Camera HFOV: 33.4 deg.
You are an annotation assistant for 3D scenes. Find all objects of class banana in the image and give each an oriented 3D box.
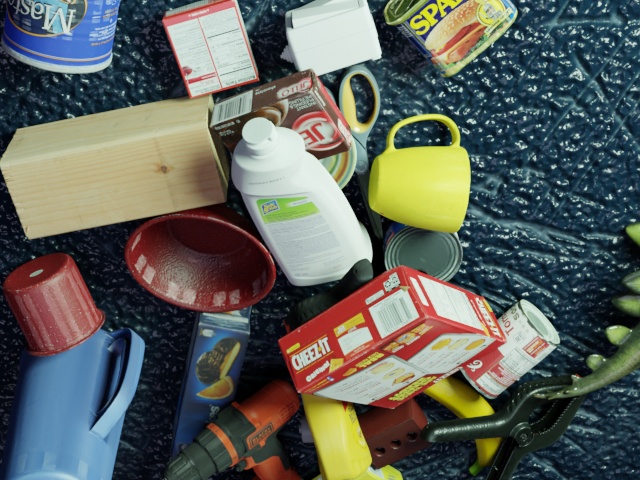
[{"bbox_3d":[0.177,0.217,1.300,0.070,0.037,0.197,-27,118,10],"label":"banana"}]

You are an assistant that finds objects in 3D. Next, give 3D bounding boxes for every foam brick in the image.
[{"bbox_3d":[0.089,0.231,1.296,0.078,0.051,0.053,-28,118,13],"label":"foam brick"}]

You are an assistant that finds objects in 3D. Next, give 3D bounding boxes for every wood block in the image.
[{"bbox_3d":[-0.204,-0.076,1.082,0.206,0.090,0.091,-10,119,4],"label":"wood block"}]

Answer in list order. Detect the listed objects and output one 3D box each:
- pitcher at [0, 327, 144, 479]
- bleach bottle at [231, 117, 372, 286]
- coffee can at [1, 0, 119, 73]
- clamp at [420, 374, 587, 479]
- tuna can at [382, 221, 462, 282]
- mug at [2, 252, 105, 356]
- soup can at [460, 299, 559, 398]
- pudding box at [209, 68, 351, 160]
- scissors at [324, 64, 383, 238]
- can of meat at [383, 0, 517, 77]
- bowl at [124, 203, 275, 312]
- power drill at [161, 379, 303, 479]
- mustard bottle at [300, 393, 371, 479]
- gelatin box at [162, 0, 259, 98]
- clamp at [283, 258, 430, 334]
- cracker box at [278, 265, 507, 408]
[{"bbox_3d":[-0.270,0.204,1.154,0.145,0.243,0.149,4,121,-7],"label":"pitcher"},{"bbox_3d":[-0.021,-0.041,1.060,0.102,0.068,0.250,-15,149,6],"label":"bleach bottle"},{"bbox_3d":[-0.233,-0.238,0.977,0.102,0.103,0.140,11,119,-9],"label":"coffee can"},{"bbox_3d":[0.226,0.222,1.272,0.210,0.036,0.164,-41,121,0],"label":"clamp"},{"bbox_3d":[0.112,0.010,1.178,0.086,0.034,0.086,-1,121,-2],"label":"tuna can"},{"bbox_3d":[-0.303,0.066,1.171,0.117,0.093,0.081,3,123,39],"label":"mug"},{"bbox_3d":[0.216,0.125,1.231,0.068,0.068,0.102,38,112,-22],"label":"soup can"},{"bbox_3d":[-0.038,-0.112,1.044,0.114,0.039,0.090,-15,138,22],"label":"pudding box"},{"bbox_3d":[0.022,-0.089,1.127,0.096,0.016,0.202,0,120,-1],"label":"scissors"},{"bbox_3d":[0.127,-0.221,1.031,0.102,0.057,0.083,-39,118,19],"label":"can of meat"},{"bbox_3d":[-0.124,0.008,1.138,0.162,0.055,0.162,5,140,4],"label":"bowl"},{"bbox_3d":[-0.092,0.270,1.254,0.184,0.057,0.187,-34,140,-22],"label":"power drill"},{"bbox_3d":[0.005,0.175,1.226,0.058,0.096,0.191,-17,90,13],"label":"mustard bottle"},{"bbox_3d":[-0.107,-0.191,1.053,0.073,0.030,0.089,-15,120,5],"label":"gelatin box"},{"bbox_3d":[0.035,0.066,1.160,0.120,0.039,0.172,11,148,-40],"label":"clamp"},{"bbox_3d":[0.081,0.108,1.148,0.164,0.072,0.213,-33,154,21],"label":"cracker box"}]
